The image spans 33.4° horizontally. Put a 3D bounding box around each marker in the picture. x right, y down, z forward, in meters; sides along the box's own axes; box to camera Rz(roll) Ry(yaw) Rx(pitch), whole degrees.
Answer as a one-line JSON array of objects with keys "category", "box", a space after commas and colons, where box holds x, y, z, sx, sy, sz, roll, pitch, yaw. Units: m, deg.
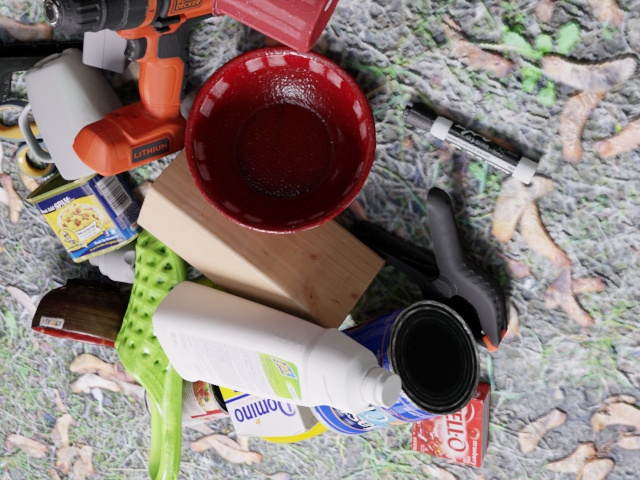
[{"category": "marker", "box": [0.124, -0.083, 0.892, 0.121, 0.020, 0.020, 28, 129, 8]}]

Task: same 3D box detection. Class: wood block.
[{"category": "wood block", "box": [-0.056, 0.001, 0.979, 0.206, 0.090, 0.091, 38, 154, 0]}]

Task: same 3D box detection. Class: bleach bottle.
[{"category": "bleach bottle", "box": [-0.035, 0.106, 0.949, 0.251, 0.068, 0.102, 13, 141, 38]}]

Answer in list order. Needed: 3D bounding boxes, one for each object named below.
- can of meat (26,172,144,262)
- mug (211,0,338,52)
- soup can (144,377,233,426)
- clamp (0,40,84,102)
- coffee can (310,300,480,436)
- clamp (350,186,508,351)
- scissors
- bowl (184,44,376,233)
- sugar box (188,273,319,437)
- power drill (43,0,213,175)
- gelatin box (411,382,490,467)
[{"category": "can of meat", "box": [-0.234, -0.032, 1.086, 0.102, 0.057, 0.084, -16, 114, 35]}, {"category": "mug", "box": [-0.031, -0.198, 0.859, 0.081, 0.093, 0.117, 28, 159, 2]}, {"category": "soup can", "box": [-0.132, 0.163, 1.156, 0.102, 0.068, 0.068, -18, 112, 35]}, {"category": "clamp", "box": [-0.338, -0.192, 1.034, 0.210, 0.036, 0.164, -25, 121, 39]}, {"category": "coffee can", "box": [0.063, 0.120, 0.982, 0.103, 0.102, 0.141, 50, 144, -10]}, {"category": "clamp", "box": [0.115, 0.026, 0.951, 0.171, 0.039, 0.120, 42, 149, -8]}, {"category": "scissors", "box": [-0.248, -0.101, 1.074, 0.202, 0.016, 0.096, 7, 125, 23]}, {"category": "bowl", "box": [-0.033, -0.083, 0.919, 0.162, 0.055, 0.162, 0, 83, 2]}, {"category": "sugar box", "box": [-0.068, 0.113, 1.082, 0.094, 0.048, 0.176, -11, 102, 35]}, {"category": "power drill", "box": [-0.156, -0.146, 0.888, 0.057, 0.184, 0.188, 42, 133, 25]}, {"category": "gelatin box", "box": [0.128, 0.176, 1.054, 0.073, 0.030, 0.089, 11, 125, 21]}]
